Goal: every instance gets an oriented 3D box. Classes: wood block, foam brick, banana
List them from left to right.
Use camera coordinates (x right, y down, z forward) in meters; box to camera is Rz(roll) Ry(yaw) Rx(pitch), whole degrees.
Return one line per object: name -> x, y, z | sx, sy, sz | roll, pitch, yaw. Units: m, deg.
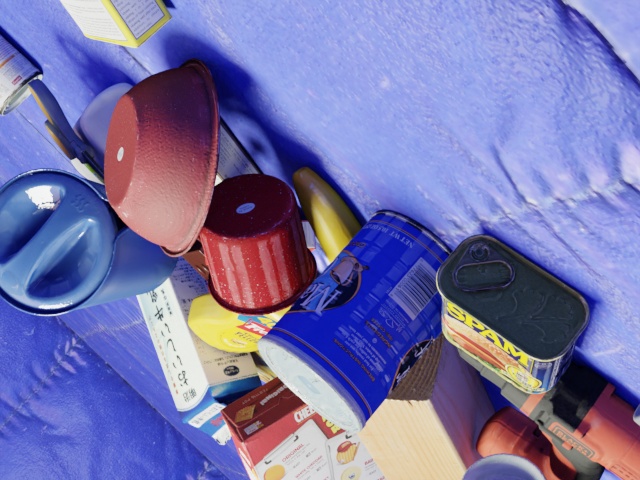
foam brick -> -0.105, 0.013, 1.139 | 0.053, 0.051, 0.078 | 46, 161, -12
banana -> 0.019, 0.014, 0.913 | 0.070, 0.037, 0.198 | 33, 159, 29
wood block -> 0.095, 0.160, 0.957 | 0.091, 0.090, 0.206 | -1, 140, 26

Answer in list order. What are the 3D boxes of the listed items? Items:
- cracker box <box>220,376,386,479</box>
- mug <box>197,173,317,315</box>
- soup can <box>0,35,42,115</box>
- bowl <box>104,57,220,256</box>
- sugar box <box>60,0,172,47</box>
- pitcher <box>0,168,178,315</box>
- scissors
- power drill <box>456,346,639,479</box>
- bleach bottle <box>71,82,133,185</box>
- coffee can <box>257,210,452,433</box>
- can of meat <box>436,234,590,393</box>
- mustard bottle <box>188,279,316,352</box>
cracker box -> 0.002, 0.232, 1.164 | 0.072, 0.164, 0.213 | 41, 155, 51
mug -> -0.063, -0.004, 0.870 | 0.117, 0.093, 0.081 | 25, 144, 31
soup can -> -0.369, -0.197, 1.188 | 0.102, 0.068, 0.069 | 44, 162, -6
bowl -> -0.134, -0.069, 0.855 | 0.055, 0.162, 0.162 | 5, 178, -26
sugar box -> -0.189, -0.229, 0.790 | 0.093, 0.048, 0.176 | 21, 148, 48
pitcher -> -0.236, 0.007, 1.069 | 0.149, 0.145, 0.242 | 25, -177, 10
scissors -> -0.234, -0.100, 1.003 | 0.202, 0.016, 0.096 | 29, 148, 59
power drill -> 0.176, 0.145, 0.851 | 0.184, 0.057, 0.188 | 37, 161, 15
bleach bottle -> -0.225, -0.100, 1.121 | 0.102, 0.068, 0.251 | 51, 163, -16
coffee can -> 0.035, 0.062, 0.822 | 0.103, 0.140, 0.103 | 37, 161, 15
can of meat -> 0.131, 0.055, 0.746 | 0.102, 0.057, 0.084 | 35, 162, 21
mustard bottle -> -0.050, 0.073, 1.104 | 0.096, 0.058, 0.192 | 27, 152, -30
